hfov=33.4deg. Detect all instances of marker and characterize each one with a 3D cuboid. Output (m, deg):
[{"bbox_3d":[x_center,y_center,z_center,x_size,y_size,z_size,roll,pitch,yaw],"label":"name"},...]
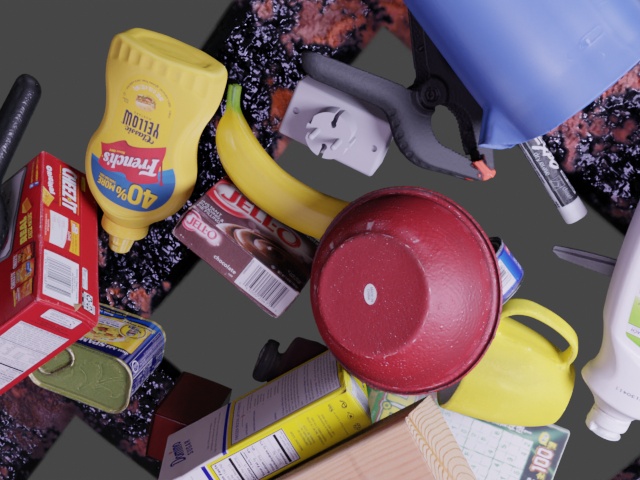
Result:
[{"bbox_3d":[0.167,-0.067,0.823,0.020,0.020,0.121,-30,100,25],"label":"marker"}]

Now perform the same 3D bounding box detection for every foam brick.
[{"bbox_3d":[-0.120,0.166,0.977,0.051,0.078,0.053,17,116,8],"label":"foam brick"}]

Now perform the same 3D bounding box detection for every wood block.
[{"bbox_3d":[0.011,0.214,0.844,0.206,0.090,0.091,-30,84,19],"label":"wood block"}]

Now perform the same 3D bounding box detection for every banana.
[{"bbox_3d":[-0.016,-0.044,0.878,0.198,0.037,0.070,38,108,-1],"label":"banana"}]

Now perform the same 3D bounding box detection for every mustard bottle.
[{"bbox_3d":[-0.148,-0.074,0.898,0.096,0.058,0.192,24,117,8],"label":"mustard bottle"}]

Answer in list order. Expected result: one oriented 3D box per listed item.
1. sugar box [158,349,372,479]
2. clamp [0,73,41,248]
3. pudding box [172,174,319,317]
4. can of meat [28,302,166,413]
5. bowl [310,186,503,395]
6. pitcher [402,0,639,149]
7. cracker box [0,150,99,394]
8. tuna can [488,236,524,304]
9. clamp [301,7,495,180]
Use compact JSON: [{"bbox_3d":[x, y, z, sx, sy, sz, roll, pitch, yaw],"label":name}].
[{"bbox_3d":[-0.046,0.157,0.877,0.176,0.093,0.048,-31,105,8],"label":"sugar box"},{"bbox_3d":[-0.312,-0.030,0.916,0.165,0.210,0.036,-19,147,29],"label":"clamp"},{"bbox_3d":[-0.056,0.001,0.882,0.113,0.090,0.039,41,119,-3],"label":"pudding box"},{"bbox_3d":[-0.202,0.102,0.972,0.102,0.083,0.057,18,116,10],"label":"can of meat"},{"bbox_3d":[0.051,0.039,0.796,0.162,0.055,0.162,1,92,29],"label":"bowl"},{"bbox_3d":[0.121,-0.198,0.734,0.243,0.149,0.145,51,132,-3],"label":"pitcher"},{"bbox_3d":[-0.285,0.048,0.933,0.214,0.164,0.072,-34,136,27],"label":"cracker box"},{"bbox_3d":[0.117,0.036,0.844,0.086,0.086,0.033,-34,100,26],"label":"tuna can"},{"bbox_3d":[0.066,-0.108,0.804,0.120,0.039,0.171,-31,100,-5],"label":"clamp"}]
